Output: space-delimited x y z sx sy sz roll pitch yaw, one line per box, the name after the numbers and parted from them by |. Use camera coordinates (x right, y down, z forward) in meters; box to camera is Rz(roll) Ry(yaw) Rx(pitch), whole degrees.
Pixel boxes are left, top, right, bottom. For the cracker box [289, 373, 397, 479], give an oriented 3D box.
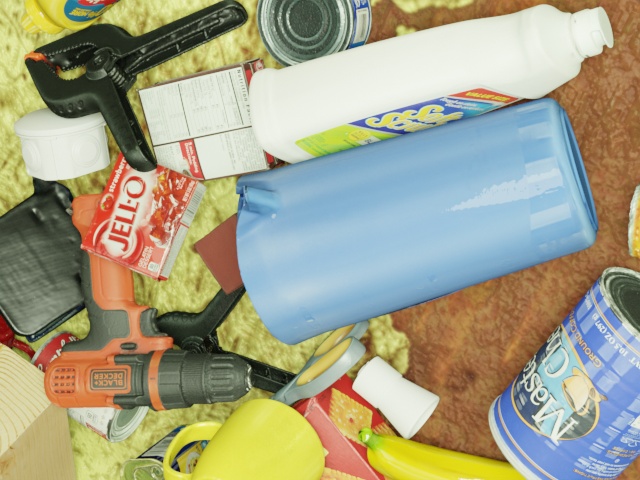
0.020 0.243 0.920 0.164 0.072 0.214 -41 86 32 | cracker box

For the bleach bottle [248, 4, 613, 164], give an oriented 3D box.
0.078 -0.115 0.758 0.251 0.102 0.068 -14 73 30 | bleach bottle

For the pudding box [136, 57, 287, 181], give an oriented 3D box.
-0.091 -0.097 0.890 0.114 0.039 0.090 -8 101 27 | pudding box

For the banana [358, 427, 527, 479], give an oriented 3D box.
0.120 0.187 0.846 0.197 0.070 0.037 13 78 -2 | banana

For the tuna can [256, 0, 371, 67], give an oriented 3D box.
-0.006 -0.172 0.823 0.086 0.033 0.086 9 110 25 | tuna can

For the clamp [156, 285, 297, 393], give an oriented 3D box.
-0.098 0.104 0.957 0.172 0.039 0.120 -26 87 29 | clamp

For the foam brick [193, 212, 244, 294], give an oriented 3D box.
-0.056 0.001 0.879 0.053 0.078 0.051 -33 91 32 | foam brick

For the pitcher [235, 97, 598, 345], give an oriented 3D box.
0.071 -0.012 0.773 0.243 0.149 0.145 -16 98 18 | pitcher

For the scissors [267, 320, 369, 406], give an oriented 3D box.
-0.024 0.123 0.902 0.016 0.096 0.202 46 131 -7 | scissors

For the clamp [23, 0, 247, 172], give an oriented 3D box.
-0.173 -0.130 0.881 0.210 0.164 0.036 6 150 33 | clamp

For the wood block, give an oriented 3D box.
-0.298 0.198 1.012 0.090 0.090 0.206 32 145 15 | wood block

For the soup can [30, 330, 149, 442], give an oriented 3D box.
-0.218 0.139 1.013 0.102 0.068 0.068 27 117 18 | soup can

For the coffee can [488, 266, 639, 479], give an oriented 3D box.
0.201 0.104 0.762 0.103 0.102 0.140 39 119 11 | coffee can

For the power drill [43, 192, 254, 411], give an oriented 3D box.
-0.146 0.051 0.910 0.184 0.057 0.187 -3 79 12 | power drill

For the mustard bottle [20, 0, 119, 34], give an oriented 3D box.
-0.176 -0.220 0.861 0.192 0.096 0.058 -26 93 31 | mustard bottle

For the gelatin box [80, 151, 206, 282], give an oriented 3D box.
-0.146 -0.020 0.877 0.073 0.030 0.089 22 85 12 | gelatin box

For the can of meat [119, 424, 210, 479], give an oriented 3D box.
-0.130 0.231 0.987 0.058 0.083 0.102 -8 102 29 | can of meat
